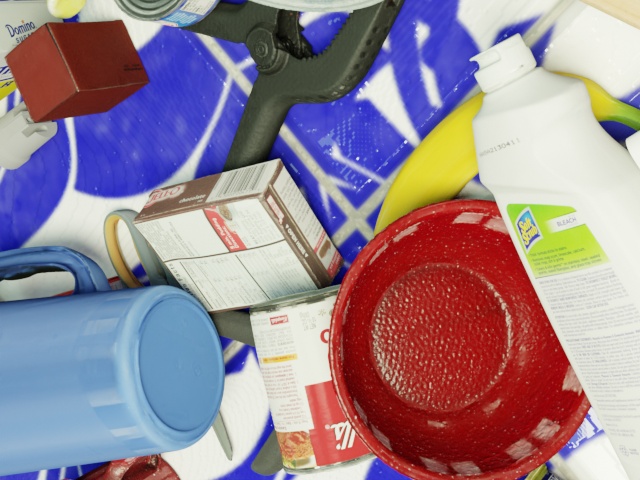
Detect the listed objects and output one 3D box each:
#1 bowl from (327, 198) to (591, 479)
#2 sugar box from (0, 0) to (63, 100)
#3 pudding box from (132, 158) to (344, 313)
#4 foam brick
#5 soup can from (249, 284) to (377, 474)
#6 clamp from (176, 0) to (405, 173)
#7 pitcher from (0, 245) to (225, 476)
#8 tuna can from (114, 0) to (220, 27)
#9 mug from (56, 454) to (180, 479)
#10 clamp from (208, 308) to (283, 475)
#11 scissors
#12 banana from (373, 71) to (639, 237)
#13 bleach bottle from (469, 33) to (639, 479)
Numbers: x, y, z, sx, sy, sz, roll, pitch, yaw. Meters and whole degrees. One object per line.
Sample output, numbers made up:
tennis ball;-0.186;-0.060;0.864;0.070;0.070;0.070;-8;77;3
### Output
bowl;0.078;0.058;0.615;0.162;0.055;0.162;0;89;-11
sugar box;-0.278;-0.121;0.805;0.177;0.093;0.048;-23;89;34
pudding box;-0.055;0.001;0.704;0.114;0.039;0.090;-9;127;35
foam brick;-0.169;-0.119;0.746;0.051;0.078;0.053;-26;87;32
soup can;-0.001;0.083;0.649;0.069;0.068;0.102;-12;91;34
clamp;-0.027;-0.111;0.682;0.210;0.036;0.164;-16;93;37
pitcher;-0.190;0.089;0.749;0.243;0.144;0.149;-11;108;31
tuna can;-0.096;-0.180;0.680;0.086;0.033;0.086;1;91;37
mug;-0.151;0.200;0.806;0.093;0.081;0.117;29;115;24
clamp;0.000;0.092;0.711;0.172;0.039;0.120;-13;95;34
scissors;-0.091;0.055;0.774;0.096;0.016;0.202;-39;80;33
banana;0.090;-0.043;0.623;0.198;0.037;0.069;-34;81;33
bleach bottle;0.152;0.009;0.550;0.103;0.068;0.251;-22;98;56
